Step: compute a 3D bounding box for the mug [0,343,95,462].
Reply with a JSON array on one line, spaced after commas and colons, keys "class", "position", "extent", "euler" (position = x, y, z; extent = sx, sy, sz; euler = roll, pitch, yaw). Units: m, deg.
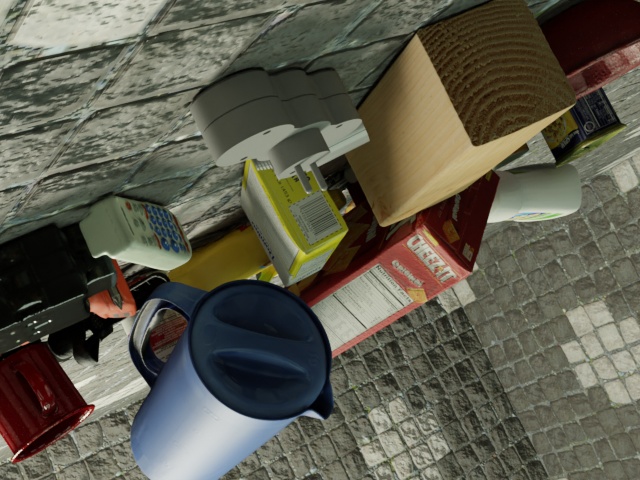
[{"class": "mug", "position": [-0.276, 0.150, 1.019], "extent": [0.093, 0.081, 0.117], "euler": [-33, 170, -25]}]

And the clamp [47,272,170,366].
[{"class": "clamp", "position": [-0.216, 0.076, 1.055], "extent": [0.120, 0.039, 0.172], "euler": [-37, -163, -26]}]

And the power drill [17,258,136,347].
[{"class": "power drill", "position": [-0.253, 0.076, 0.918], "extent": [0.187, 0.057, 0.184], "euler": [-26, 177, -13]}]

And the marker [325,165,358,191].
[{"class": "marker", "position": [0.019, -0.058, 1.083], "extent": [0.020, 0.020, 0.121], "euler": [-19, 170, -45]}]

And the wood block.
[{"class": "wood block", "position": [0.095, -0.091, 0.812], "extent": [0.090, 0.091, 0.206], "euler": [-24, 173, -19]}]

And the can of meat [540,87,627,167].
[{"class": "can of meat", "position": [0.277, -0.138, 1.171], "extent": [0.057, 0.084, 0.102], "euler": [-25, 173, -15]}]

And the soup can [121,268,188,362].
[{"class": "soup can", "position": [-0.170, 0.086, 1.113], "extent": [0.068, 0.102, 0.068], "euler": [-26, 173, -3]}]

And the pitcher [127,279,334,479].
[{"class": "pitcher", "position": [-0.104, 0.141, 0.997], "extent": [0.144, 0.149, 0.243], "euler": [-2, 151, -29]}]

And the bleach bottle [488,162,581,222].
[{"class": "bleach bottle", "position": [0.202, -0.050, 1.180], "extent": [0.103, 0.068, 0.250], "euler": [-7, -179, 34]}]

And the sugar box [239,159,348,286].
[{"class": "sugar box", "position": [-0.026, -0.022, 0.878], "extent": [0.048, 0.093, 0.176], "euler": [-28, 174, -8]}]

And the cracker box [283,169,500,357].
[{"class": "cracker box", "position": [0.058, 0.011, 1.017], "extent": [0.214, 0.072, 0.164], "euler": [-36, -163, 35]}]

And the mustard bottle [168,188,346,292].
[{"class": "mustard bottle", "position": [-0.057, 0.001, 1.069], "extent": [0.192, 0.058, 0.096], "euler": [-29, -177, 20]}]
